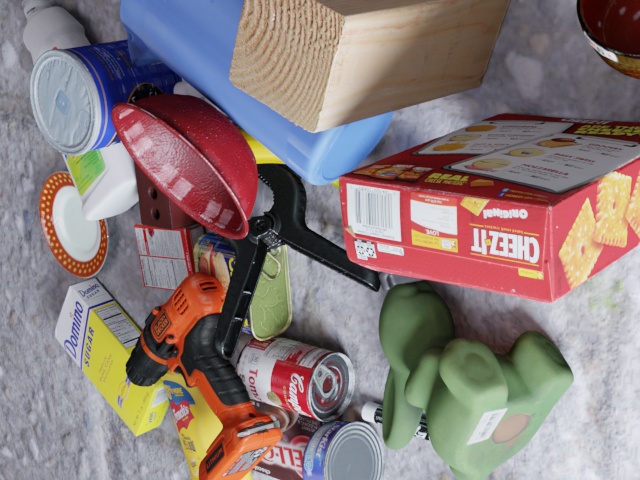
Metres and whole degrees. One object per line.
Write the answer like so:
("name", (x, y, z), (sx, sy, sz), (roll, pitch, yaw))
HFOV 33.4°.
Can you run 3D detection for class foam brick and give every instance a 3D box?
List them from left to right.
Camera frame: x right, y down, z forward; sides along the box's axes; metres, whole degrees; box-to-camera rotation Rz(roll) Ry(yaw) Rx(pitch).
("foam brick", (-0.157, -0.055, 1.119), (0.053, 0.051, 0.078), (9, 111, 40))

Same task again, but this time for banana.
("banana", (-0.054, -0.078, 1.000), (0.198, 0.037, 0.069), (8, 68, 22))

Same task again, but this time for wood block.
("wood block", (0.041, -0.155, 0.799), (0.091, 0.205, 0.090), (34, 125, 29))

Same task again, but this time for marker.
("marker", (0.091, 0.175, 1.000), (0.121, 0.020, 0.020), (11, 112, 39))

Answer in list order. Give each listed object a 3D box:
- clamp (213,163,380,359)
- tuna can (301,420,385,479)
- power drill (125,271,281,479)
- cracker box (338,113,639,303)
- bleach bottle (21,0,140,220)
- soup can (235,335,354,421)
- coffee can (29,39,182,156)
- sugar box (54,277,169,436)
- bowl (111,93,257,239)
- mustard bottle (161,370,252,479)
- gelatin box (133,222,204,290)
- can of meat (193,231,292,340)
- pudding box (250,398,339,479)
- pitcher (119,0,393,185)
("clamp", (-0.057, 0.001, 1.006), (0.164, 0.036, 0.210), (-31, 61, 4))
("tuna can", (0.022, 0.217, 1.031), (0.034, 0.085, 0.086), (-4, 102, 45))
("power drill", (-0.124, 0.150, 1.069), (0.188, 0.057, 0.185), (60, 136, 22))
("cracker box", (0.143, -0.031, 0.746), (0.164, 0.213, 0.072), (10, 113, 40))
("bleach bottle", (-0.269, -0.155, 1.180), (0.103, 0.067, 0.251), (-36, 78, 43))
("soup can", (-0.026, 0.135, 1.058), (0.102, 0.068, 0.068), (9, 111, 40))
("coffee can", (-0.202, -0.148, 1.065), (0.103, 0.140, 0.103), (16, 115, 37))
("sugar box", (-0.246, 0.137, 1.271), (0.176, 0.048, 0.093), (42, 129, 22))
("bowl", (-0.108, -0.076, 0.943), (0.162, 0.055, 0.162), (37, 160, 16))
("mustard bottle", (-0.133, 0.184, 1.176), (0.096, 0.058, 0.191), (-10, 97, 63))
("gelatin box", (-0.161, 0.016, 1.163), (0.089, 0.030, 0.073), (4, 109, 41))
("can of meat", (-0.080, 0.042, 1.082), (0.084, 0.057, 0.102), (11, 112, 42))
("pudding box", (-0.031, 0.205, 1.106), (0.114, 0.039, 0.090), (11, 113, 40))
("pitcher", (-0.046, -0.170, 0.937), (0.243, 0.144, 0.149), (43, 144, 18))
